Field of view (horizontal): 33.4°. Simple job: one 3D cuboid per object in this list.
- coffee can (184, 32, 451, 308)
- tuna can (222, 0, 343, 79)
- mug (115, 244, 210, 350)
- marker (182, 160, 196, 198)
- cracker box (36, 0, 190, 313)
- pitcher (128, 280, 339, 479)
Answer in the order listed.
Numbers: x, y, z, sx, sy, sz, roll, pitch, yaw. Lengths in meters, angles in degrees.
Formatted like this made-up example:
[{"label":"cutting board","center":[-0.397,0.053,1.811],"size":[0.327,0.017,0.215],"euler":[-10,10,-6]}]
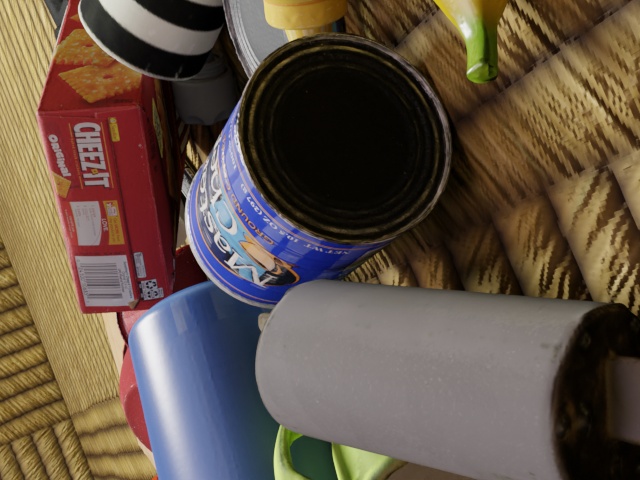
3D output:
[{"label":"coffee can","center":[-0.007,-0.029,0.543],"size":[0.103,0.102,0.140],"euler":[66,159,8]},{"label":"tuna can","center":[-0.021,-0.122,0.587],"size":[0.086,0.033,0.086],"euler":[51,153,39]},{"label":"mug","center":[-0.092,0.057,0.823],"size":[0.117,0.093,0.082],"euler":[47,148,-10]},{"label":"marker","center":[-0.124,-0.066,0.914],"size":[0.121,0.020,0.020],"euler":[51,153,39]},{"label":"cracker box","center":[-0.137,-0.079,0.754],"size":[0.213,0.072,0.164],"euler":[-93,1,-52]},{"label":"pitcher","center":[-0.034,0.152,0.639],"size":[0.149,0.144,0.243],"euler":[-31,67,27]}]
